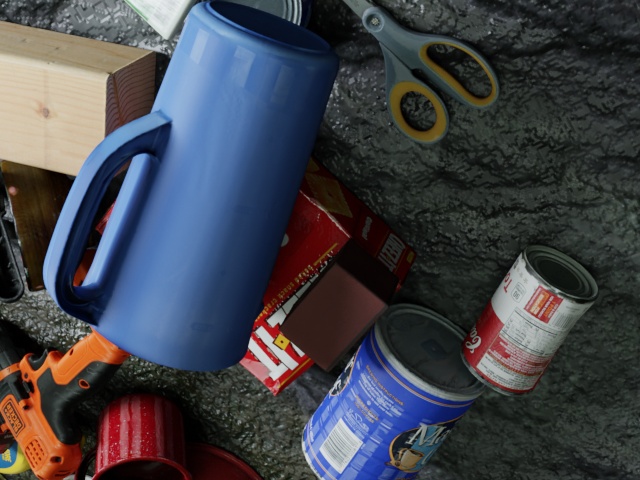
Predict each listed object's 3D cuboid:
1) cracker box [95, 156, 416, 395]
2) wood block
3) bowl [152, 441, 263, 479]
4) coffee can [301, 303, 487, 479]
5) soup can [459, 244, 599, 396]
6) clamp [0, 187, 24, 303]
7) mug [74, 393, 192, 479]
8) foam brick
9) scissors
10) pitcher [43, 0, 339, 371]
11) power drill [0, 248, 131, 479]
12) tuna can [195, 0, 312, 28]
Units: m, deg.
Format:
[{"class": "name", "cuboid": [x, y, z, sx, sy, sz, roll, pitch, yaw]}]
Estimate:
[{"class": "cracker box", "cuboid": [-0.056, 0.001, 0.878, 0.213, 0.072, 0.164, 44, 119, -5]}, {"class": "wood block", "cuboid": [-0.250, -0.122, 0.878, 0.206, 0.090, 0.091, 13, 116, 13]}, {"class": "bowl", "cuboid": [-0.122, 0.278, 1.040, 0.162, 0.055, 0.162, 8, 117, 16]}, {"class": "coffee can", "cuboid": [0.060, 0.137, 0.884, 0.103, 0.102, 0.140, 32, 120, 2]}, {"class": "soup can", "cuboid": [0.163, 0.063, 0.834, 0.068, 0.068, 0.102, 30, 119, 4]}, {"class": "clamp", "cuboid": [-0.283, -0.019, 0.903, 0.039, 0.172, 0.120, -9, 107, -20]}, {"class": "mug", "cuboid": [-0.176, 0.201, 0.990, 0.117, 0.081, 0.093, -26, 131, 13]}, {"class": "foam brick", "cuboid": [0.014, 0.048, 0.809, 0.051, 0.053, 0.078, 38, 116, -3]}, {"class": "scissors", "cuboid": [0.040, -0.147, 0.809, 0.202, 0.016, 0.096, 31, 120, 3]}, {"class": "pitcher", "cuboid": [-0.084, -0.039, 0.751, 0.145, 0.149, 0.243, 23, 110, 3]}, {"class": "power drill", "cuboid": [-0.238, 0.097, 0.973, 0.188, 0.057, 0.184, -50, 63, 24]}, {"class": "tuna can", "cuboid": [-0.050, -0.182, 0.813, 0.086, 0.033, 0.086, 8, 116, 16]}]
